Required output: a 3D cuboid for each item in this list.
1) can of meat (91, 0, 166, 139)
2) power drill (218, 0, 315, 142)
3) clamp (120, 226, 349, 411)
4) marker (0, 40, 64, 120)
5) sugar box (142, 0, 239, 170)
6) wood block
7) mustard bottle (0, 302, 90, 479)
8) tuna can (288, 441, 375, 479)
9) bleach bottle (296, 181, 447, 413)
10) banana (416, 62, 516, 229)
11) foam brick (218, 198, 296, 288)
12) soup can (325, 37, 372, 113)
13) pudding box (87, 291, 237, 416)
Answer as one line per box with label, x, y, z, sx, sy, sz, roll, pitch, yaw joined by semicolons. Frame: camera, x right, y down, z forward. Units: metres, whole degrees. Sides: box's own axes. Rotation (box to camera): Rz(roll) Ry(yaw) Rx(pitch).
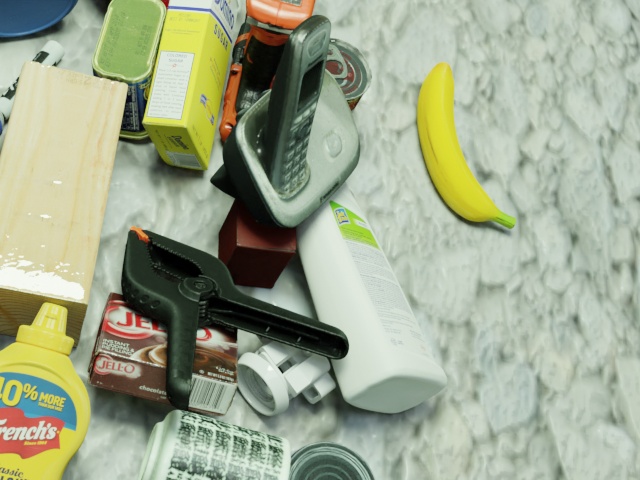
can of meat;-0.169;-0.157;0.955;0.057;0.084;0.102;9;59;-1
power drill;-0.045;-0.197;0.966;0.057;0.188;0.184;11;63;-7
clamp;-0.102;0.054;0.844;0.210;0.036;0.164;34;34;31
marker;-0.268;-0.133;0.950;0.020;0.020;0.121;31;57;-2
sugar box;-0.112;-0.162;0.957;0.048;0.093;0.176;8;72;9
wood block;-0.221;-0.031;0.870;0.090;0.091;0.206;12;60;-13
mustard bottle;-0.218;0.138;0.766;0.096;0.058;0.191;17;77;-12
tuna can;0.003;0.206;0.857;0.086;0.034;0.086;9;60;-16
bleach bottle;0.026;0.023;0.941;0.102;0.068;0.251;23;41;-52
banana;0.131;-0.095;1.068;0.069;0.037;0.198;0;63;-40
foam brick;-0.056;0.001;0.920;0.053;0.078;0.051;8;62;-16
soup can;-0.001;-0.132;0.997;0.068;0.102;0.068;9;61;-16
pudding box;-0.123;0.090;0.849;0.113;0.039;0.090;18;25;-13
